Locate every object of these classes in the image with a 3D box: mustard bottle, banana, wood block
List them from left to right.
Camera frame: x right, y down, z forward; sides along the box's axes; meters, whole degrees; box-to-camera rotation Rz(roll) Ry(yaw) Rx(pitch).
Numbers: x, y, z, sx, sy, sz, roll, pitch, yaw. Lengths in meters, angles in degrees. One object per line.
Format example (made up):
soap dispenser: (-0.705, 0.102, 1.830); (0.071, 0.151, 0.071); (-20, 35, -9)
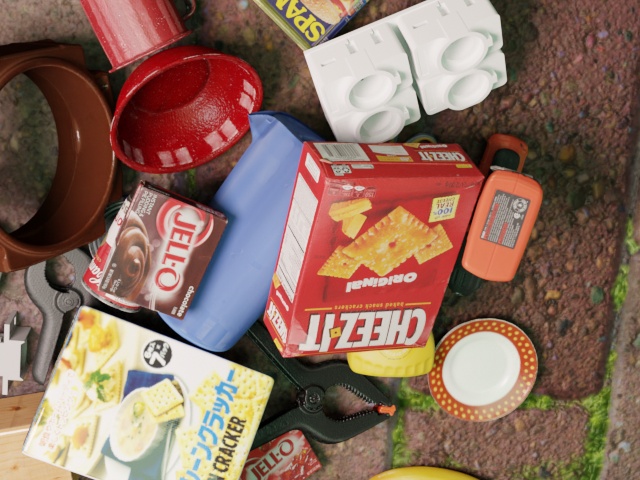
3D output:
wood block: (-0.371, 0.232, 1.153); (0.206, 0.091, 0.090); (-9, 108, -4)
mustard bottle: (0.083, 0.053, 1.172); (0.096, 0.058, 0.192); (2, 106, -5)
banana: (0.155, 0.306, 1.269); (0.197, 0.037, 0.070); (27, 101, -14)

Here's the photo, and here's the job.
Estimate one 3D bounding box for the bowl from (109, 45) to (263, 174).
bowl: (-0.140, -0.140, 1.062); (0.162, 0.055, 0.162); (-21, 149, -14)

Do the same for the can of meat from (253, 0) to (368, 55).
can of meat: (-0.013, -0.246, 1.070); (0.084, 0.057, 0.102); (-45, 107, 4)

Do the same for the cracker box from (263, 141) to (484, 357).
cracker box: (0.048, 0.011, 1.036); (0.164, 0.072, 0.214); (-1, 126, -22)

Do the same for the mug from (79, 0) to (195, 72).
mug: (-0.174, -0.226, 1.046); (0.117, 0.093, 0.081); (-34, 106, -29)

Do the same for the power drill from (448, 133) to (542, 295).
power drill: (0.173, -0.015, 1.097); (0.057, 0.187, 0.184); (15, 101, 0)

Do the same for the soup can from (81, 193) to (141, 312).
soup can: (-0.189, 0.013, 1.083); (0.068, 0.068, 0.102); (28, 101, -14)

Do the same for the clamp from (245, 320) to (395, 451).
clamp: (-0.017, 0.166, 1.194); (0.209, 0.036, 0.164); (4, 86, -18)

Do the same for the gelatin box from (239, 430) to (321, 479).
gelatin box: (-0.054, 0.252, 1.218); (0.089, 0.030, 0.073); (-34, 109, -15)

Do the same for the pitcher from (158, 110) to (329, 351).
pitcher: (-0.057, 0.001, 1.103); (0.243, 0.149, 0.144); (-51, 144, 13)

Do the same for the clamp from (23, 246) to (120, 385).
clamp: (-0.276, 0.070, 1.139); (0.120, 0.039, 0.171); (-27, 103, -15)

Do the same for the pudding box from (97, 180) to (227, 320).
pudding box: (-0.153, 0.010, 1.030); (0.090, 0.039, 0.113); (22, 102, -17)
